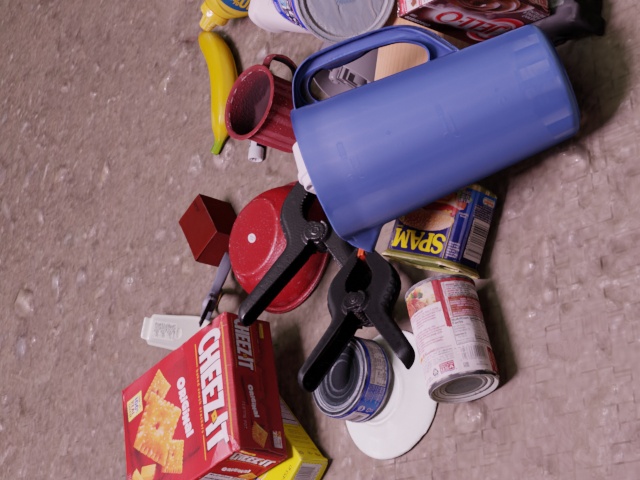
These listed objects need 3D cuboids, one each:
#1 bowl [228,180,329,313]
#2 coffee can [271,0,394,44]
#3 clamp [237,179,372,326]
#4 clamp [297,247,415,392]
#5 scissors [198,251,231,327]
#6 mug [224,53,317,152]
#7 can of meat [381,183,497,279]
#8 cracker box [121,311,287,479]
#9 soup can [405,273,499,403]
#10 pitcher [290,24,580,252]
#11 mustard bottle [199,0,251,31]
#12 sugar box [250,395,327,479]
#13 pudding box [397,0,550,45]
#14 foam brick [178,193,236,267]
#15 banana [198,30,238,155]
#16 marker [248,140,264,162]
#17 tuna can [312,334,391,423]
[{"bbox_3d":[-0.058,0.002,1.244,0.162,0.055,0.162,-22,61,45],"label":"bowl"},{"bbox_3d":[0.008,-0.263,1.106,0.103,0.102,0.140,-64,21,10],"label":"coffee can"},{"bbox_3d":[0.008,0.002,1.155,0.165,0.036,0.210,4,63,18],"label":"clamp"},{"bbox_3d":[0.032,0.076,1.050,0.120,0.039,0.171,-18,38,15],"label":"clamp"},{"bbox_3d":[-0.122,0.056,1.246,0.202,0.016,0.096,141,150,-83],"label":"scissors"},{"bbox_3d":[-0.053,-0.165,1.278,0.093,0.081,0.117,-5,73,49],"label":"mug"},{"bbox_3d":[0.117,-0.014,1.040,0.102,0.057,0.084,10,82,50],"label":"can of meat"},{"bbox_3d":[-0.136,0.200,1.181,0.214,0.072,0.164,-38,48,37],"label":"cracker box"},{"bbox_3d":[0.122,0.091,0.986,0.069,0.068,0.102,-36,52,37],"label":"soup can"},{"bbox_3d":[0.099,-0.111,0.966,0.243,0.149,0.145,-22,47,8],"label":"pitcher"},{"bbox_3d":[-0.099,-0.348,1.387,0.192,0.096,0.058,-47,46,28],"label":"mustard bottle"},{"bbox_3d":[-0.065,0.223,1.178,0.176,0.048,0.093,45,111,47],"label":"sugar box"},{"bbox_3d":[0.139,-0.218,0.968,0.090,0.113,0.039,-17,69,45],"label":"pudding box"},{"bbox_3d":[-0.135,-0.012,1.344,0.053,0.051,0.078,-51,44,24],"label":"foam brick"},{"bbox_3d":[-0.139,-0.215,1.434,0.070,0.037,0.198,-30,55,39],"label":"banana"},{"bbox_3d":[-0.077,-0.159,1.353,0.020,0.020,0.121,-12,68,48],"label":"marker"},{"bbox_3d":[0.030,0.138,1.071,0.086,0.033,0.086,-24,57,44],"label":"tuna can"}]
